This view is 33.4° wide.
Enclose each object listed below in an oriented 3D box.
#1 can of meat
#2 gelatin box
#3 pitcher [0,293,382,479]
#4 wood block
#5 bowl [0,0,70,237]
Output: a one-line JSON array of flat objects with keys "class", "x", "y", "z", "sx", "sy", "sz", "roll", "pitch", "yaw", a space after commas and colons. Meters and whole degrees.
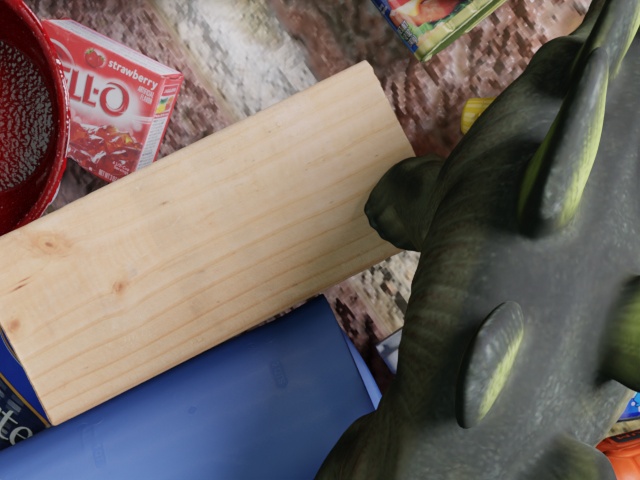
[{"class": "can of meat", "x": 0.062, "y": -0.150, "z": 0.522, "sx": 0.102, "sy": 0.057, "sz": 0.084, "roll": -38, "pitch": 89, "yaw": 24}, {"class": "gelatin box", "x": -0.133, "y": -0.081, "z": 0.627, "sx": 0.089, "sy": 0.030, "sz": 0.073, "roll": 27, "pitch": 110, "yaw": 13}, {"class": "pitcher", "x": -0.075, "y": 0.136, "z": 0.520, "sx": 0.243, "sy": 0.149, "sz": 0.145, "roll": -23, "pitch": 82, "yaw": -2}, {"class": "wood block", "x": -0.053, "y": 0.001, "z": 0.533, "sx": 0.206, "sy": 0.091, "sz": 0.090, "roll": -27, "pitch": 91, "yaw": -6}, {"class": "bowl", "x": -0.197, "y": -0.068, "z": 0.583, "sx": 0.162, "sy": 0.055, "sz": 0.162, "roll": 2, "pitch": 97, "yaw": 15}]
